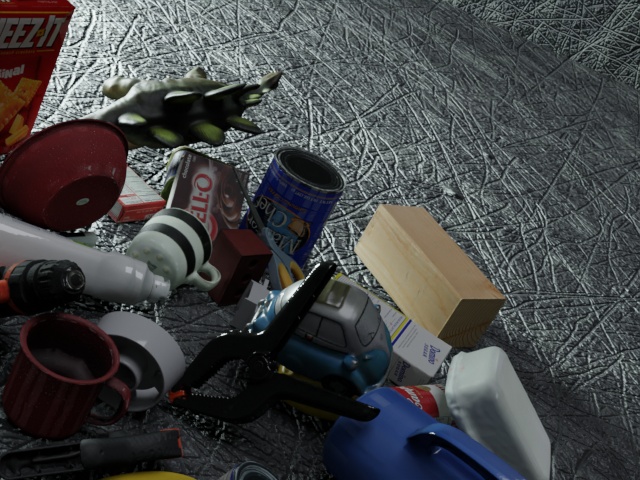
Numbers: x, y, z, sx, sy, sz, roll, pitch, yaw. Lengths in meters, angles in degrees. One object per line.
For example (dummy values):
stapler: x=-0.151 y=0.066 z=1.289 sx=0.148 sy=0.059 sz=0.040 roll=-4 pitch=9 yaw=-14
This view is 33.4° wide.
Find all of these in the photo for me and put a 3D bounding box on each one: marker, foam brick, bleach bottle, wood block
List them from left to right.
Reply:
marker: x=-0.309 y=0.001 z=1.209 sx=0.120 sy=0.020 sz=0.020 roll=-3 pitch=40 yaw=-47
bleach bottle: x=-0.279 y=0.022 z=1.132 sx=0.250 sy=0.068 sz=0.103 roll=18 pitch=-1 yaw=-22
foam brick: x=-0.103 y=0.031 z=1.286 sx=0.052 sy=0.078 sz=0.051 roll=-2 pitch=38 yaw=-45
wood block: x=0.148 y=0.047 z=1.482 sx=0.090 sy=0.090 sz=0.206 roll=3 pitch=36 yaw=-40

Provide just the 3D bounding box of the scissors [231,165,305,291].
scissors: x=-0.059 y=0.002 z=1.339 sx=0.096 sy=0.016 sz=0.202 roll=-1 pitch=70 yaw=-69

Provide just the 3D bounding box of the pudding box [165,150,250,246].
pudding box: x=-0.147 y=-0.046 z=1.359 sx=0.090 sy=0.039 sz=0.113 roll=19 pitch=68 yaw=-19

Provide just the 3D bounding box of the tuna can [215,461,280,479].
tuna can: x=-0.060 y=0.244 z=0.966 sx=0.086 sy=0.034 sz=0.086 roll=43 pitch=22 yaw=-23

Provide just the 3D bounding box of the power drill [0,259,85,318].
power drill: x=-0.328 y=0.054 z=0.962 sx=0.187 sy=0.185 sz=0.057 roll=-7 pitch=87 yaw=-45

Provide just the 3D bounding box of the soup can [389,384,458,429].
soup can: x=0.109 y=0.197 z=1.204 sx=0.102 sy=0.069 sz=0.069 roll=3 pitch=36 yaw=-41

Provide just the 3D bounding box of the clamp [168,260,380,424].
clamp: x=-0.054 y=0.116 z=1.067 sx=0.036 sy=0.210 sz=0.164 roll=41 pitch=38 yaw=-68

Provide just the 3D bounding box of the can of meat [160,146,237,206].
can of meat: x=-0.161 y=-0.071 z=1.437 sx=0.102 sy=0.057 sz=0.084 roll=22 pitch=29 yaw=-12

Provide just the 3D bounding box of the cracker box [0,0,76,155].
cracker box: x=-0.396 y=-0.197 z=1.258 sx=0.072 sy=0.214 sz=0.163 roll=39 pitch=28 yaw=20

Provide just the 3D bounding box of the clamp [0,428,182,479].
clamp: x=-0.194 y=0.187 z=0.938 sx=0.120 sy=0.039 sz=0.171 roll=-6 pitch=-11 yaw=27

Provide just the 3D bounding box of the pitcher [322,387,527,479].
pitcher: x=0.119 y=0.245 z=1.034 sx=0.243 sy=0.149 sz=0.144 roll=37 pitch=8 yaw=32

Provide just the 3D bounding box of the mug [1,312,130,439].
mug: x=-0.231 y=0.132 z=0.980 sx=0.117 sy=0.082 sz=0.093 roll=26 pitch=28 yaw=-7

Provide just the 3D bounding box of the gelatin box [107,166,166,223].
gelatin box: x=-0.253 y=-0.060 z=1.359 sx=0.089 sy=0.030 sz=0.073 roll=42 pitch=28 yaw=25

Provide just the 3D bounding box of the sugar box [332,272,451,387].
sugar box: x=0.071 y=0.117 z=1.338 sx=0.176 sy=0.048 sz=0.093 roll=36 pitch=29 yaw=8

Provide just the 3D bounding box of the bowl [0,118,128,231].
bowl: x=-0.279 y=-0.061 z=1.198 sx=0.161 sy=0.162 sz=0.055 roll=-3 pitch=50 yaw=-46

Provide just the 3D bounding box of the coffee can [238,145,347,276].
coffee can: x=-0.041 y=-0.037 z=1.395 sx=0.102 sy=0.140 sz=0.103 roll=22 pitch=27 yaw=-12
